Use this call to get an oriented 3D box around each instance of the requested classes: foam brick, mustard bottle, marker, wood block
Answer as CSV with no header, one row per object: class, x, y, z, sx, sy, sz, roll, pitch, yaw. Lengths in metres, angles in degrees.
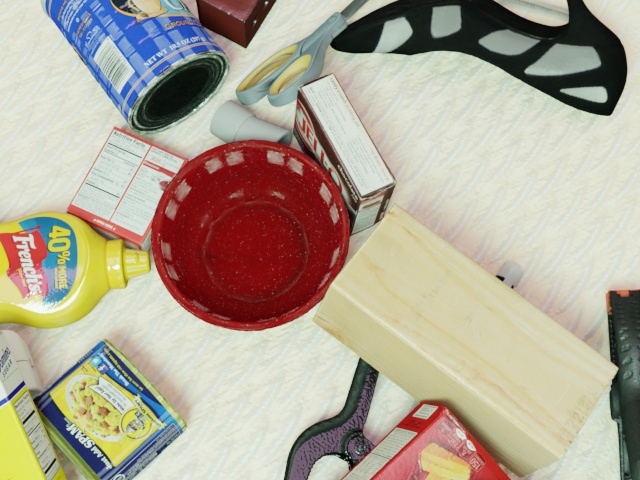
foam brick,-0.070,-0.224,0.961,0.051,0.053,0.078,27,74,7
mustard bottle,-0.235,0.025,0.872,0.191,0.058,0.096,-4,67,-3
marker,0.129,0.069,0.887,0.020,0.020,0.121,35,74,9
wood block,0.107,0.078,0.821,0.206,0.091,0.090,37,68,6

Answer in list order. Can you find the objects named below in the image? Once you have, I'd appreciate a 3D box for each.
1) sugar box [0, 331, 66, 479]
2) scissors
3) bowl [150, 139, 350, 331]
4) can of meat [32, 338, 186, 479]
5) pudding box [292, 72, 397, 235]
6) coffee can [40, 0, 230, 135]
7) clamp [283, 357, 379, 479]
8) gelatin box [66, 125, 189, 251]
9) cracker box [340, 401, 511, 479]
sugar box,-0.246,0.165,0.786,0.093,0.048,0.176,-20,102,7
scissors,0.013,-0.178,0.926,0.202,0.096,0.016,-37,121,1
bowl,-0.056,0.001,0.883,0.162,0.055,0.162,-1,73,2
can of meat,-0.167,0.139,0.838,0.084,0.057,0.102,-42,78,-15
pudding box,0.018,-0.071,0.893,0.039,0.090,0.113,-28,76,-11
coffee can,-0.159,-0.176,0.916,0.102,0.103,0.140,-35,76,-12
clamp,0.040,0.169,0.844,0.120,0.039,0.171,37,74,13
gelatin box,-0.162,-0.043,0.911,0.073,0.030,0.089,24,73,7
cracker box,0.063,0.250,0.781,0.213,0.072,0.164,-42,94,-14
